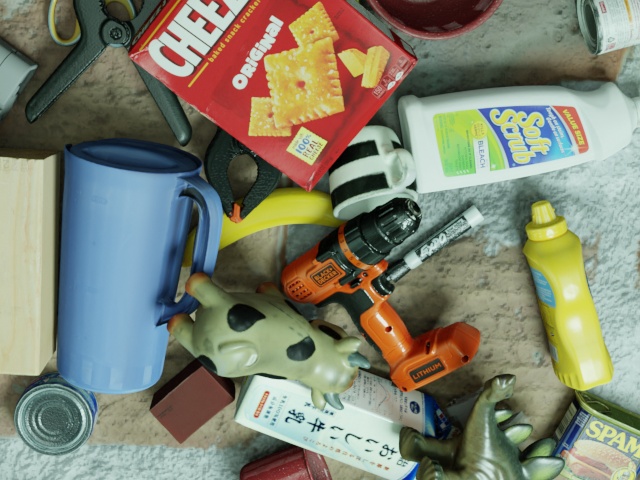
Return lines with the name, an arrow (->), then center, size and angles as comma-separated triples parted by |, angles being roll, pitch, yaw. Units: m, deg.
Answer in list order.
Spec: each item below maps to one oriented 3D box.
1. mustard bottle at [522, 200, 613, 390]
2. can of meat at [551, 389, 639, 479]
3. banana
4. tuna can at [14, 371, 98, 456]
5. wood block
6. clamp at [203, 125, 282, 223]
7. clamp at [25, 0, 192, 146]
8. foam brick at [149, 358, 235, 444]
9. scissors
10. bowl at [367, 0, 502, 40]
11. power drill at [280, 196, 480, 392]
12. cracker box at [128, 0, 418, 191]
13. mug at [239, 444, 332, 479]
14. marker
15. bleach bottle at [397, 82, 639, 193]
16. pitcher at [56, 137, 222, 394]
mustard bottle -> 0.249, 0.051, 1.097 | 0.058, 0.096, 0.191 | -17, 103, 2
can of meat -> 0.305, 0.223, 1.162 | 0.102, 0.057, 0.084 | 24, 104, -7
banana -> -0.056, -0.017, 1.100 | 0.198, 0.037, 0.069 | -8, 101, 0
tuna can -> -0.283, 0.187, 1.143 | 0.086, 0.034, 0.086 | 0, 103, -2
wood block -> -0.306, 0.017, 1.034 | 0.090, 0.091, 0.206 | 3, 100, -4
clamp -> -0.082, -0.106, 1.066 | 0.120, 0.039, 0.171 | 17, 85, 2
clamp -> -0.206, -0.197, 1.036 | 0.164, 0.036, 0.210 | 2, 104, -3
foam brick -> -0.135, 0.166, 1.135 | 0.078, 0.051, 0.053 | -39, 101, 7
scissors -> -0.203, -0.278, 1.044 | 0.096, 0.016, 0.202 | 24, 102, -9
bowl -> 0.104, -0.274, 1.027 | 0.162, 0.055, 0.162 | -2, 101, -12
power drill -> 0.075, 0.056, 1.082 | 0.187, 0.057, 0.185 | 47, 130, -12
cracker box -> -0.042, -0.173, 0.981 | 0.213, 0.072, 0.164 | 36, 107, -19
mug -> -0.031, 0.273, 1.153 | 0.081, 0.093, 0.117 | -22, 140, 8
marker -> 0.117, 0.006, 1.121 | 0.121, 0.020, 0.020 | -36, 102, 6
bleach bottle -> 0.210, -0.117, 1.074 | 0.251, 0.068, 0.102 | -11, 103, -2
pitcher -> -0.189, 0.027, 1.058 | 0.144, 0.149, 0.243 | 4, 107, -19
